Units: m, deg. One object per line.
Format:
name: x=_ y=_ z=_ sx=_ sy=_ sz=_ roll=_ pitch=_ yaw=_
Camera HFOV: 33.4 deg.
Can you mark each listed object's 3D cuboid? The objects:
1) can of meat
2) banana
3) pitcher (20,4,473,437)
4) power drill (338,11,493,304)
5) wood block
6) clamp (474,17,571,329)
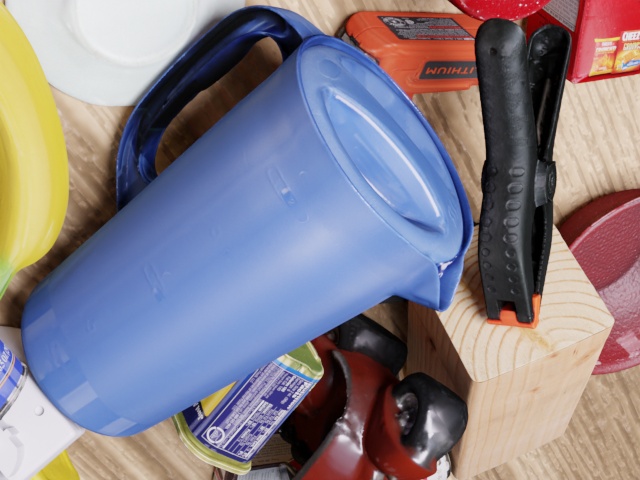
can of meat: x=-0.052 y=0.081 z=0.674 sx=0.057 sy=0.102 sz=0.084 roll=31 pitch=105 yaw=-36
banana: x=-0.165 y=-0.061 z=0.553 sx=0.037 sy=0.069 sz=0.198 roll=9 pitch=125 yaw=19
pitcher: x=-0.054 y=0.001 z=0.579 sx=0.243 sy=0.149 sz=0.144 roll=-34 pitch=126 yaw=27
power drill: x=0.065 y=-0.045 z=0.666 sx=0.184 sy=0.057 sz=0.188 roll=-4 pitch=123 yaw=-25
wood block: x=0.114 y=0.075 z=0.699 sx=0.090 sy=0.091 sz=0.206 roll=-22 pitch=153 yaw=-7
clamp: x=0.112 y=-0.041 z=0.583 sx=0.120 sy=0.039 sz=0.171 roll=-28 pitch=123 yaw=-53
